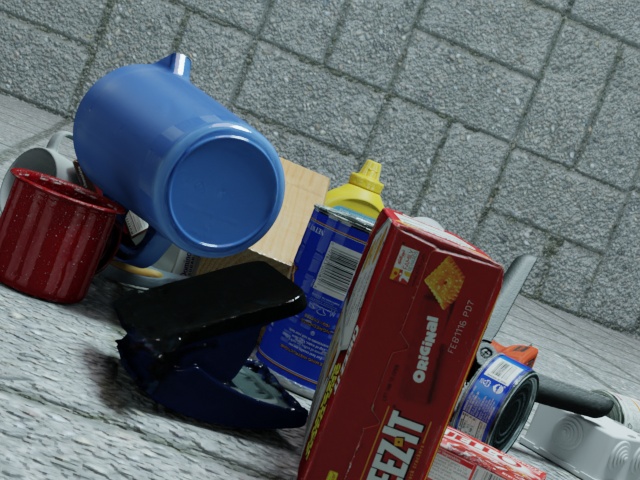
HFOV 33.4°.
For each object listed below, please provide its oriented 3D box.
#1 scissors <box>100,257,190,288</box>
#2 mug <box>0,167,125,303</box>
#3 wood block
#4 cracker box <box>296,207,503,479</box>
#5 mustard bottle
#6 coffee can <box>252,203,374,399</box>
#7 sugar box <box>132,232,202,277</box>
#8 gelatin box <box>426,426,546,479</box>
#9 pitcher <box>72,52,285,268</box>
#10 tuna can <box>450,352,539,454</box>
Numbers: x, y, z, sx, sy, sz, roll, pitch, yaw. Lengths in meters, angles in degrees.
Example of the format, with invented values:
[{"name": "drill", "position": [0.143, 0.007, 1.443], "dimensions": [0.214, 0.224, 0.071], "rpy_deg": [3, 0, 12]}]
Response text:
[{"name": "scissors", "position": [-0.155, 0.035, 1.066], "dimensions": [0.096, 0.016, 0.201], "rpy_deg": [25, 5, 31]}, {"name": "mug", "position": [-0.204, -0.001, 0.842], "dimensions": [0.093, 0.081, 0.117], "rpy_deg": [25, 6, 30]}, {"name": "wood block", "position": [-0.056, 0.001, 1.015], "dimensions": [0.091, 0.090, 0.206], "rpy_deg": [23, 27, -4]}, {"name": "cracker box", "position": [0.046, 0.070, 0.673], "dimensions": [0.072, 0.164, 0.213], "rpy_deg": [20, 4, 0]}, {"name": "mustard bottle", "position": [0.027, -0.003, 1.247], "dimensions": [0.096, 0.192, 0.058], "rpy_deg": [21, 5, -15]}, {"name": "coffee can", "position": [0.017, 0.053, 0.871], "dimensions": [0.103, 0.140, 0.103], "rpy_deg": [22, 5, -2]}, {"name": "sugar box", "position": [-0.128, 0.021, 1.183], "dimensions": [0.093, 0.048, 0.175], "rpy_deg": [25, 10, 39]}, {"name": "gelatin box", "position": [0.108, 0.160, 0.749], "dimensions": [0.089, 0.030, 0.073], "rpy_deg": [24, 5, 22]}, {"name": "pitcher", "position": [-0.126, -0.059, 0.910], "dimensions": [0.144, 0.149, 0.243], "rpy_deg": [-24, 25, -16]}, {"name": "tuna can", "position": [0.139, 0.134, 0.848], "dimensions": [0.034, 0.086, 0.086], "rpy_deg": [26, 6, 28]}]
